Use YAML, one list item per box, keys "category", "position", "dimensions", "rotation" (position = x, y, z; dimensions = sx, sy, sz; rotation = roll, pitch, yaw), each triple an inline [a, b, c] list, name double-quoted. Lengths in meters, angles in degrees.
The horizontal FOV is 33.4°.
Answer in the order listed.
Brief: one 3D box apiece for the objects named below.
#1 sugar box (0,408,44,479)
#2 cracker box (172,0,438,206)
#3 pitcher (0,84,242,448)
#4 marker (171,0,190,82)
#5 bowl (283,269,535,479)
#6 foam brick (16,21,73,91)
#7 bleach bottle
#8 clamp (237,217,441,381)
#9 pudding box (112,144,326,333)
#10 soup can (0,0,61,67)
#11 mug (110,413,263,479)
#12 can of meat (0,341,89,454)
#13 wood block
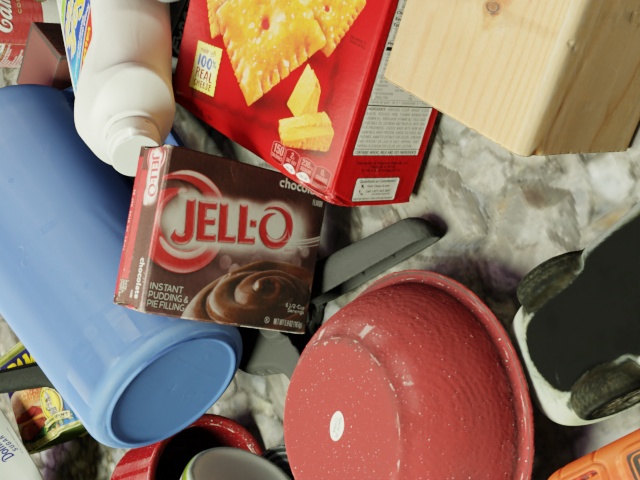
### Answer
- category: "sugar box"
  position: [-0.249, 0.221, 0.888]
  dimensions: [0.093, 0.048, 0.176]
  rotation: [45, 149, 33]
- category: "cracker box"
  position: [0.003, -0.148, 0.592]
  dimensions: [0.164, 0.071, 0.214]
  rotation: [36, 120, 40]
- category: "pitcher"
  position: [-0.149, 0.008, 0.698]
  dimensions: [0.243, 0.144, 0.149]
  rotation: [47, 136, 32]
- category: "marker"
  position: [-0.094, -0.146, 0.738]
  dimensions: [0.020, 0.020, 0.121]
  rotation: [53, 130, 29]
- category: "bowl"
  position: [0.030, 0.094, 0.541]
  dimensions: [0.162, 0.055, 0.162]
  rotation: [-5, 84, 52]
- category: "foam brick"
  position: [-0.174, -0.125, 0.787]
  dimensions: [0.053, 0.078, 0.051]
  rotation: [48, 128, 36]
- category: "bleach bottle"
  position: [-0.128, -0.138, 0.680]
  dimensions: [0.103, 0.068, 0.251]
  rotation: [-62, 31, 35]
- category: "clamp"
  position: [-0.013, 0.038, 0.660]
  dimensions: [0.210, 0.036, 0.165]
  rotation: [29, 110, 42]
- category: "pudding box"
  position: [-0.054, 0.001, 0.599]
  dimensions: [0.039, 0.113, 0.090]
  rotation: [8, 87, 50]
- category: "soup can"
  position: [-0.231, -0.168, 0.825]
  dimensions: [0.069, 0.102, 0.068]
  rotation: [8, 101, 47]
- category: "mug"
  position: [-0.085, 0.179, 0.731]
  dimensions: [0.117, 0.093, 0.082]
  rotation: [46, 143, -13]
- category: "can of meat"
  position: [-0.219, 0.123, 0.884]
  dimensions: [0.102, 0.057, 0.084]
  rotation: [-32, 74, 46]
- category: "wood block"
  position: [0.114, -0.149, 0.458]
  dimensions: [0.091, 0.090, 0.206]
  rotation: [37, 121, 37]
